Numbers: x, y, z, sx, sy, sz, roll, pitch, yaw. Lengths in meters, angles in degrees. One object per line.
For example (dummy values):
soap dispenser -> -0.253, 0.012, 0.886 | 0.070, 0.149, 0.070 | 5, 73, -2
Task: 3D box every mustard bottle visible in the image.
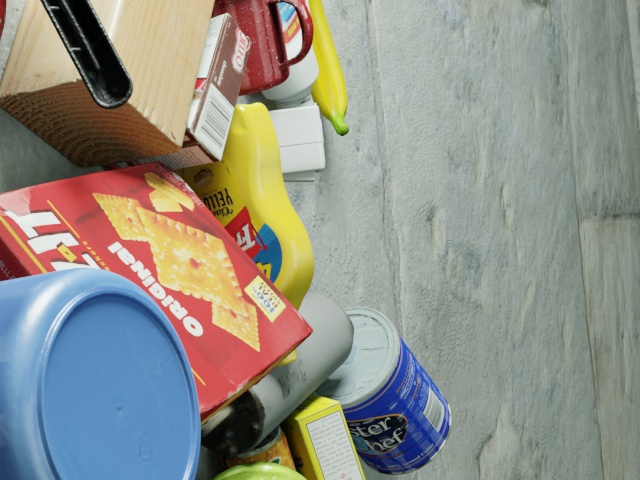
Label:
mustard bottle -> -0.055, 0.001, 0.798 | 0.058, 0.096, 0.191 | -18, 89, -59

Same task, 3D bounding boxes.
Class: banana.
banana -> -0.006, -0.196, 1.005 | 0.070, 0.037, 0.198 | -162, -127, -72

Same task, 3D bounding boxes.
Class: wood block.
wood block -> -0.133, -0.164, 0.726 | 0.090, 0.090, 0.206 | 43, 48, -49

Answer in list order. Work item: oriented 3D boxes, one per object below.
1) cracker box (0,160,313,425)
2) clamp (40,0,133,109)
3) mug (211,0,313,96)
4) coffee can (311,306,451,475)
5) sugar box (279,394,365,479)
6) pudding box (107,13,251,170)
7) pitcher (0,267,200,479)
cracker box -> -0.111, 0.038, 0.641 | 0.164, 0.072, 0.213 | 48, 21, 6
clamp -> -0.172, -0.190, 0.593 | 0.210, 0.036, 0.164 | 60, -6, 28
mug -> -0.059, -0.161, 0.841 | 0.093, 0.117, 0.081 | -47, 130, -60
coffee can -> 0.050, 0.142, 0.994 | 0.140, 0.103, 0.102 | 53, 41, -44
sugar box -> 0.010, 0.218, 0.889 | 0.048, 0.093, 0.176 | -18, 93, -19
pudding box -> -0.105, -0.103, 0.765 | 0.039, 0.090, 0.113 | 49, 43, -44
pitcher -> -0.170, 0.081, 0.445 | 0.144, 0.243, 0.149 | 35, 48, -52
